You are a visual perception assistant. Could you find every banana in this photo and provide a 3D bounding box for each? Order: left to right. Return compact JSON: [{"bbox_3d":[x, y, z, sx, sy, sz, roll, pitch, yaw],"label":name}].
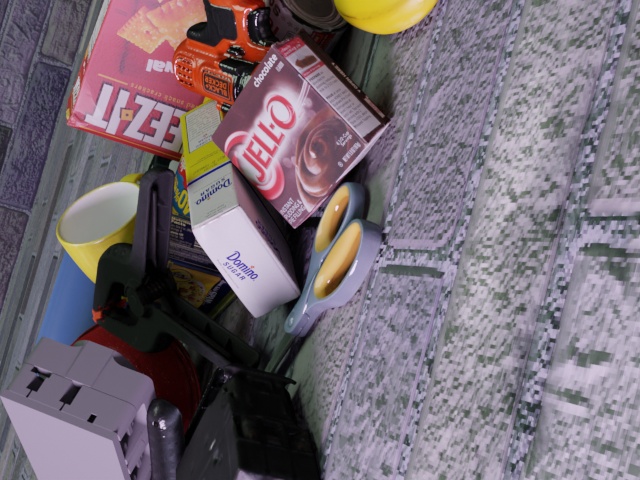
[{"bbox_3d":[0.042,-0.175,0.739,0.069,0.037,0.198,-43,24,-4],"label":"banana"}]

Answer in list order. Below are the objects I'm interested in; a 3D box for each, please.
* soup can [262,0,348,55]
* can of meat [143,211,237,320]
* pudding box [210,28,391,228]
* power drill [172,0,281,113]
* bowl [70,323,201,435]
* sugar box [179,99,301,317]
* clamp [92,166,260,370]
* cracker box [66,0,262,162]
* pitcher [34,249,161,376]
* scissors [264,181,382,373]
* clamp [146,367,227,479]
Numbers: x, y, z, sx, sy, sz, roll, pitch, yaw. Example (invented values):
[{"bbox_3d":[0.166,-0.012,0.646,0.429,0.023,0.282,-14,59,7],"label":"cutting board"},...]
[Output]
[{"bbox_3d":[-0.027,-0.161,0.856,0.102,0.068,0.068,-50,31,46],"label":"soup can"},{"bbox_3d":[-0.115,0.021,0.921,0.102,0.083,0.057,135,146,-53],"label":"can of meat"},{"bbox_3d":[-0.016,-0.074,0.726,0.039,0.090,0.114,-41,-4,-42],"label":"pudding box"},{"bbox_3d":[-0.045,-0.175,0.769,0.185,0.057,0.188,24,125,38],"label":"power drill"},{"bbox_3d":[-0.183,0.143,0.911,0.162,0.055,0.162,-4,81,25],"label":"bowl"},{"bbox_3d":[-0.064,-0.030,0.813,0.048,0.093,0.176,-27,33,10],"label":"sugar box"},{"bbox_3d":[-0.134,0.031,0.839,0.210,0.036,0.164,-9,104,55],"label":"clamp"},{"bbox_3d":[-0.125,-0.182,0.993,0.072,0.164,0.214,-103,35,-58],"label":"cracker box"},{"bbox_3d":[-0.217,0.083,1.094,0.243,0.149,0.145,-92,-7,-48],"label":"pitcher"},{"bbox_3d":[-0.011,0.036,0.735,0.202,0.016,0.096,-50,29,47],"label":"scissors"},{"bbox_3d":[-0.101,0.175,0.802,0.120,0.039,0.171,-25,-48,-58],"label":"clamp"}]
